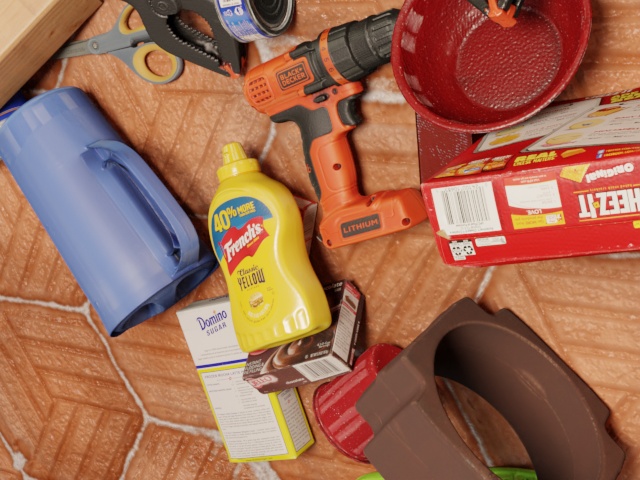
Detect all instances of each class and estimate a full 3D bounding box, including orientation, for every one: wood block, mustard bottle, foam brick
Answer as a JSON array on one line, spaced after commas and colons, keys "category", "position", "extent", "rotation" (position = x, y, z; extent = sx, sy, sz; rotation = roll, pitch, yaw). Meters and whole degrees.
[{"category": "wood block", "position": [-0.325, -0.199, 1.040], "extent": [0.206, 0.090, 0.091], "rotation": [-45, 85, 3]}, {"category": "mustard bottle", "position": [-0.057, 0.001, 0.987], "extent": [0.096, 0.058, 0.191], "rotation": [-23, 80, 39]}, {"category": "foam brick", "position": [0.115, -0.080, 0.907], "extent": [0.051, 0.052, 0.078], "rotation": [5, 110, 29]}]

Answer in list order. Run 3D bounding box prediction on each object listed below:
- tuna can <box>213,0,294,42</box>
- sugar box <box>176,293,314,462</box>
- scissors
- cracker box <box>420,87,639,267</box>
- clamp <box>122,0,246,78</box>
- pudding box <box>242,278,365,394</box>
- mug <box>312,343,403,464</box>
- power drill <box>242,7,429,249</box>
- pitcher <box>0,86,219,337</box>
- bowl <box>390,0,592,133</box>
[{"category": "tuna can", "position": [-0.058, -0.219, 0.937], "extent": [0.034, 0.086, 0.086], "rotation": [-3, 107, 30]}, {"category": "sugar box", "position": [-0.078, 0.142, 1.113], "extent": [0.093, 0.048, 0.176], "rotation": [-12, 98, 34]}, {"category": "scissors", "position": [-0.212, -0.184, 1.085], "extent": [0.202, 0.016, 0.096], "rotation": [-21, 97, 35]}, {"category": "cracker box", "position": [0.193, -0.052, 0.773], "extent": [0.164, 0.213, 0.072], "rotation": [-7, 106, 33]}, {"category": "clamp", "position": [-0.147, -0.221, 0.954], "extent": [0.165, 0.036, 0.209], "rotation": [-11, 136, 31]}, {"category": "pudding box", "position": [-0.016, 0.094, 1.028], "extent": [0.114, 0.090, 0.039], "rotation": [-17, 134, 33]}, {"category": "mug", "position": [0.057, 0.160, 1.006], "extent": [0.082, 0.093, 0.117], "rotation": [-46, 55, 30]}, {"category": "power drill", "position": [0.033, -0.096, 0.949], "extent": [0.185, 0.057, 0.187], "rotation": [-17, 97, 38]}, {"category": "pitcher", "position": [-0.216, -0.038, 1.076], "extent": [0.149, 0.145, 0.243], "rotation": [-37, 84, 8]}, {"category": "bowl", "position": [0.139, -0.153, 0.839], "extent": [0.162, 0.055, 0.162], "rotation": [-8, 72, 27]}]
